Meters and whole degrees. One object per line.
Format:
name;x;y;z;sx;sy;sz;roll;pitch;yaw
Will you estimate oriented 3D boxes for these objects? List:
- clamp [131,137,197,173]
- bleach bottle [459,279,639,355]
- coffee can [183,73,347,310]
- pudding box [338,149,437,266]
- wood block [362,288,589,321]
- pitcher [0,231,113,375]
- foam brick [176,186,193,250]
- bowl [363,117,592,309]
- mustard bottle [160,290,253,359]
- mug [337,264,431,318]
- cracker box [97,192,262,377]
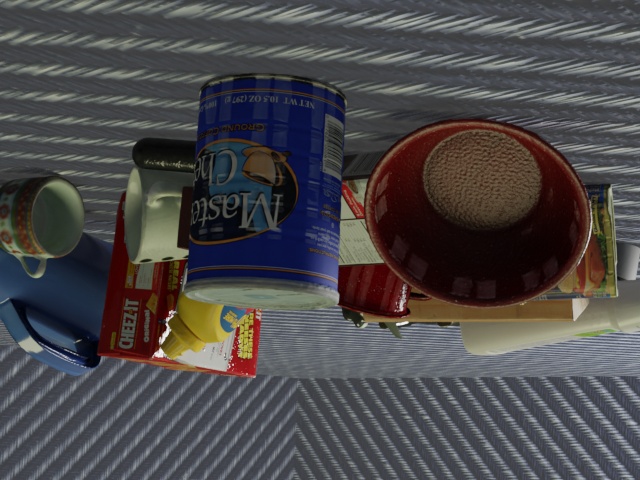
clamp;-0.050;-0.059;0.845;0.172;0.039;0.120;4;178;30
bleach bottle;0.278;0.078;1.149;0.251;0.068;0.102;-13;172;41
coffee can;-0.036;-0.029;0.718;0.103;0.140;0.103;3;169;0
pudding box;0.037;-0.024;0.864;0.114;0.039;0.090;-3;128;48
wood block;0.148;0.027;1.040;0.206;0.091;0.090;-2;-171;24
pitcher;-0.306;0.035;1.098;0.149;0.145;0.242;22;172;27
foam brick;-0.070;-0.013;0.873;0.078;0.053;0.051;5;176;30
bowl;0.115;-0.029;0.778;0.162;0.055;0.162;8;126;10
mustard bottle;-0.075;0.037;0.991;0.058;0.191;0.096;46;179;15
mug;0.060;0.021;0.985;0.117;0.081;0.093;13;-170;-9
cracker box;-0.135;0.051;1.104;0.072;0.164;0.213;2;170;24
